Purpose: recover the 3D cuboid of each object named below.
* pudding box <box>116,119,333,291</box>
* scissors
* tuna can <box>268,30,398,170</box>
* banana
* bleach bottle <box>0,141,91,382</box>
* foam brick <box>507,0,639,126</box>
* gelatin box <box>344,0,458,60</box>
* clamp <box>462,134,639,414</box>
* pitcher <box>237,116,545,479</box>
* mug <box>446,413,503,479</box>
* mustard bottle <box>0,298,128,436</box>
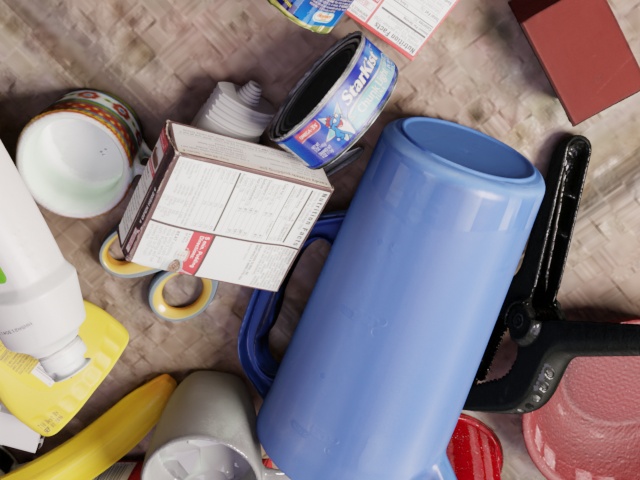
[{"bbox_3d":[-0.061,-0.019,0.678,0.113,0.039,0.090,12,123,-30],"label":"pudding box"},{"bbox_3d":[-0.055,0.001,0.744,0.202,0.016,0.096,-14,118,10],"label":"scissors"},{"bbox_3d":[0.008,-0.085,0.656,0.033,0.086,0.086,39,113,-18],"label":"tuna can"},{"bbox_3d":[-0.191,0.165,0.791,0.197,0.037,0.070,-28,159,-19],"label":"banana"},{"bbox_3d":[-0.227,-0.020,0.677,0.103,0.068,0.251,-15,109,43],"label":"bleach bottle"},{"bbox_3d":[0.156,-0.120,0.650,0.051,0.053,0.078,-27,113,16],"label":"foam brick"},{"bbox_3d":[0.052,-0.166,0.644,0.073,0.030,0.089,32,115,-15],"label":"gelatin box"},{"bbox_3d":[0.145,0.043,0.715,0.036,0.164,0.210,7,144,-32],"label":"clamp"},{"bbox_3d":[0.045,0.042,0.708,0.149,0.145,0.243,12,114,-17],"label":"pitcher"},{"bbox_3d":[0.083,0.187,0.798,0.117,0.081,0.093,14,117,-5],"label":"mug"},{"bbox_3d":[-0.234,0.044,0.741,0.191,0.058,0.096,41,79,-17],"label":"mustard bottle"}]
